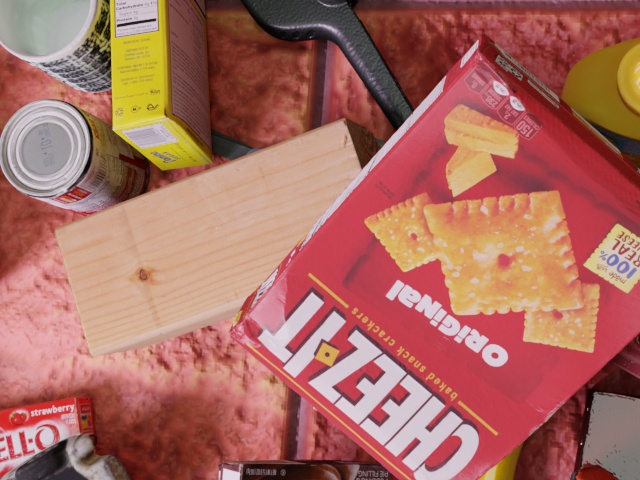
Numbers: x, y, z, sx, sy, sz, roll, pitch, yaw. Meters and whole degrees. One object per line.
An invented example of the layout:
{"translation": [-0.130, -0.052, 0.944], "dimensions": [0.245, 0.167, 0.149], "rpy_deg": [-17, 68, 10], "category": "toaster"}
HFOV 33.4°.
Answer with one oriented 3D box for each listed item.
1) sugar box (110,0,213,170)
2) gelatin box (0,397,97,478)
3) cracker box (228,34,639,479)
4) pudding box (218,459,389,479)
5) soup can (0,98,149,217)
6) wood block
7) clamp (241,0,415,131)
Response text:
{"translation": [-0.111, -0.146, 0.736], "dimensions": [0.048, 0.093, 0.176], "rpy_deg": [-9, 74, 10], "category": "sugar box"}
{"translation": [-0.204, 0.153, 0.756], "dimensions": [0.089, 0.030, 0.073], "rpy_deg": [-10, 80, 10], "category": "gelatin box"}
{"translation": [0.079, 0.022, 0.589], "dimensions": [0.164, 0.072, 0.214], "rpy_deg": [41, 109, -3], "category": "cracker box"}
{"translation": [-0.012, 0.185, 0.676], "dimensions": [0.113, 0.039, 0.090], "rpy_deg": [7, 82, -28], "category": "pudding box"}
{"translation": [-0.168, -0.054, 0.739], "dimensions": [0.068, 0.102, 0.068], "rpy_deg": [-2, 83, 12], "category": "soup can"}
{"translation": [-0.055, 0.001, 0.702], "dimensions": [0.206, 0.090, 0.091], "rpy_deg": [-19, 84, 14], "category": "wood block"}
{"translation": [0.014, -0.166, 0.747], "dimensions": [0.210, 0.036, 0.164], "rpy_deg": [16, 86, 16], "category": "clamp"}
